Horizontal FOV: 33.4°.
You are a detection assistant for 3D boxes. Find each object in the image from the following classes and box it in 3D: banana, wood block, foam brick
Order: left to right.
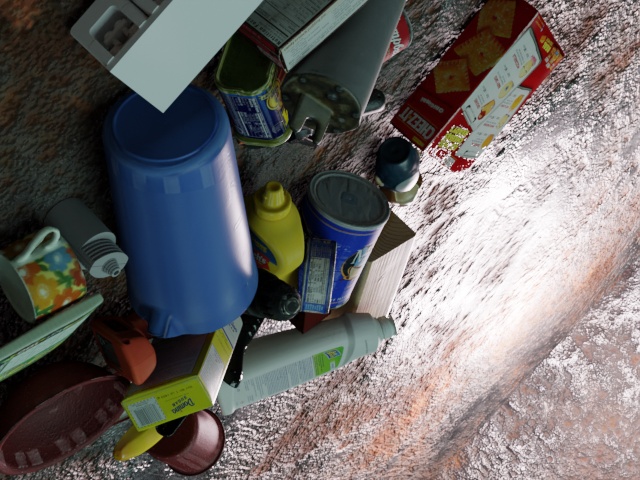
[{"bbox_3d":[-0.189,0.193,1.298,0.197,0.037,0.069,-59,150,-29],"label":"banana"},{"bbox_3d":[-0.028,0.068,1.368,0.051,0.078,0.053,-34,151,-27],"label":"foam brick"},{"bbox_3d":[0.049,0.049,1.452,0.090,0.090,0.206,-30,152,-32],"label":"wood block"}]

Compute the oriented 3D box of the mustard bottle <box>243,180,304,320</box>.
[{"bbox_3d":[-0.058,0.002,1.184,0.058,0.096,0.192,-27,150,-25],"label":"mustard bottle"}]

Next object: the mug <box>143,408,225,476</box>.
[{"bbox_3d":[-0.193,0.256,1.391,0.117,0.093,0.081,-13,155,13],"label":"mug"}]

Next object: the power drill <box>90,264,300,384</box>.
[{"bbox_3d":[-0.132,0.080,1.117,0.187,0.185,0.057,-26,111,-27],"label":"power drill"}]

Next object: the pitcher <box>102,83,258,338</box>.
[{"bbox_3d":[-0.126,-0.036,0.992,0.145,0.149,0.243,-19,146,-14],"label":"pitcher"}]

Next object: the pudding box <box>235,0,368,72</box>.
[{"bbox_3d":[-0.022,-0.211,0.918,0.113,0.090,0.039,-44,155,-9],"label":"pudding box"}]

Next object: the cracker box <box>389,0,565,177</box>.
[{"bbox_3d":[0.200,-0.195,1.345,0.214,0.072,0.164,-50,156,9],"label":"cracker box"}]

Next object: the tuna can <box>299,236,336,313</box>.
[{"bbox_3d":[-0.003,0.040,1.206,0.086,0.033,0.086,-177,-86,-89],"label":"tuna can"}]

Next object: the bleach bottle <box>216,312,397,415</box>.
[{"bbox_3d":[-0.021,0.152,1.405,0.250,0.068,0.102,-16,148,-7],"label":"bleach bottle"}]

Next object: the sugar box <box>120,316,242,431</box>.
[{"bbox_3d":[-0.145,0.130,1.155,0.093,0.048,0.176,-20,-162,16],"label":"sugar box"}]

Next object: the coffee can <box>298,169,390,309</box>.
[{"bbox_3d":[0.012,0.000,1.295,0.102,0.103,0.140,-23,147,-43],"label":"coffee can"}]

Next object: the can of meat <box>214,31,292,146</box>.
[{"bbox_3d":[-0.053,-0.151,0.966,0.084,0.057,0.102,68,33,-61],"label":"can of meat"}]

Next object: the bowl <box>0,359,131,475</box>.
[{"bbox_3d":[-0.281,0.176,1.122,0.162,0.055,0.162,-32,157,-16],"label":"bowl"}]

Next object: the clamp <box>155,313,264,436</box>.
[{"bbox_3d":[-0.107,0.128,1.259,0.165,0.036,0.209,-35,-161,48],"label":"clamp"}]

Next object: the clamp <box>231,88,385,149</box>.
[{"bbox_3d":[-0.027,-0.118,1.103,0.171,0.039,0.120,-11,164,-35],"label":"clamp"}]
